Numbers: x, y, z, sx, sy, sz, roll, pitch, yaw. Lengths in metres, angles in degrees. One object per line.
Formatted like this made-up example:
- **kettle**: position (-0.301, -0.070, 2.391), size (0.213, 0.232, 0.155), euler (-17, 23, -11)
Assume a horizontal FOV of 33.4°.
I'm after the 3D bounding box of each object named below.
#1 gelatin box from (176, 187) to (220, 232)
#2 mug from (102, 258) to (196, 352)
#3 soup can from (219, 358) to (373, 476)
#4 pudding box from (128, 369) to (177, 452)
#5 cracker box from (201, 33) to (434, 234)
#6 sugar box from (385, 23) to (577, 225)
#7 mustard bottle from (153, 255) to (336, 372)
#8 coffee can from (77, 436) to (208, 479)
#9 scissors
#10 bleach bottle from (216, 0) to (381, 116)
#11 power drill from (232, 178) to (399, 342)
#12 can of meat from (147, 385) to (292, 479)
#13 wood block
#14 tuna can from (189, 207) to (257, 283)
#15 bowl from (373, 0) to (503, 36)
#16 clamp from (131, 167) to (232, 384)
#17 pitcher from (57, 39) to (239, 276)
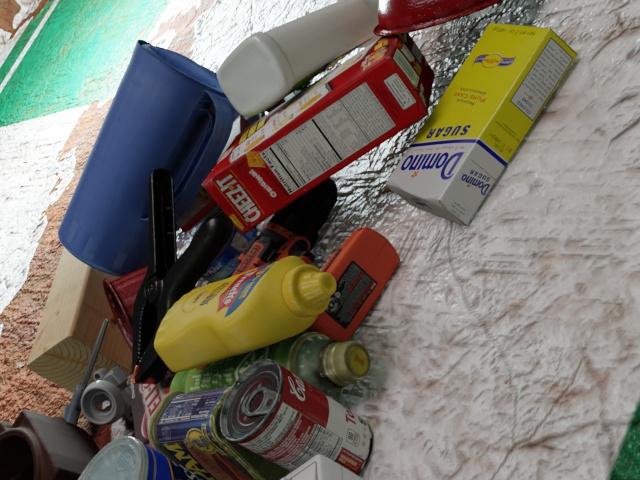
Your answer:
- **gelatin box**: position (-0.125, -0.052, 1.236), size (0.073, 0.030, 0.089), euler (-40, 1, 27)
- **mug**: position (-0.176, 0.075, 1.148), size (0.081, 0.117, 0.093), euler (-24, 56, -18)
- **soup can**: position (-0.017, 0.145, 0.823), size (0.069, 0.102, 0.068), euler (-37, 32, 28)
- **pudding box**: position (-0.150, 0.153, 1.079), size (0.090, 0.039, 0.113), euler (-46, 29, 15)
- **cracker box**: position (0.004, -0.108, 1.025), size (0.214, 0.072, 0.164), euler (-33, 14, 18)
- **sugar box**: position (0.136, -0.103, 0.924), size (0.176, 0.048, 0.093), euler (-55, 28, -5)
- **mustard bottle**: position (-0.055, 0.056, 0.888), size (0.192, 0.058, 0.096), euler (-20, 19, 47)
- **coffee can**: position (-0.118, 0.231, 0.840), size (0.103, 0.140, 0.103), euler (-37, 33, 28)
- **scissors**: position (-0.275, 0.174, 1.209), size (0.096, 0.016, 0.202), euler (-149, 76, -71)
- **bleach bottle**: position (0.011, -0.215, 1.118), size (0.250, 0.068, 0.103), euler (-35, 4, -36)
- **power drill**: position (-0.007, 0.019, 0.997), size (0.184, 0.057, 0.188), euler (-57, 27, -12)
- **can of meat**: position (-0.078, 0.168, 0.889), size (0.084, 0.102, 0.057), euler (-16, 34, 43)
- **wood block**: position (-0.271, 0.074, 1.291), size (0.090, 0.090, 0.206), euler (-34, 34, 32)
- **tuna can**: position (-0.110, 0.005, 1.186), size (0.086, 0.033, 0.086), euler (-37, 33, 28)
- **bowl**: position (0.119, -0.249, 1.020), size (0.162, 0.055, 0.162), euler (-18, 18, 6)
- **clamp**: position (-0.143, 0.045, 1.027), size (0.165, 0.036, 0.210), euler (24, 105, 57)
- **pitcher**: position (-0.184, -0.080, 1.155), size (0.243, 0.145, 0.149), euler (-61, -2, 12)
